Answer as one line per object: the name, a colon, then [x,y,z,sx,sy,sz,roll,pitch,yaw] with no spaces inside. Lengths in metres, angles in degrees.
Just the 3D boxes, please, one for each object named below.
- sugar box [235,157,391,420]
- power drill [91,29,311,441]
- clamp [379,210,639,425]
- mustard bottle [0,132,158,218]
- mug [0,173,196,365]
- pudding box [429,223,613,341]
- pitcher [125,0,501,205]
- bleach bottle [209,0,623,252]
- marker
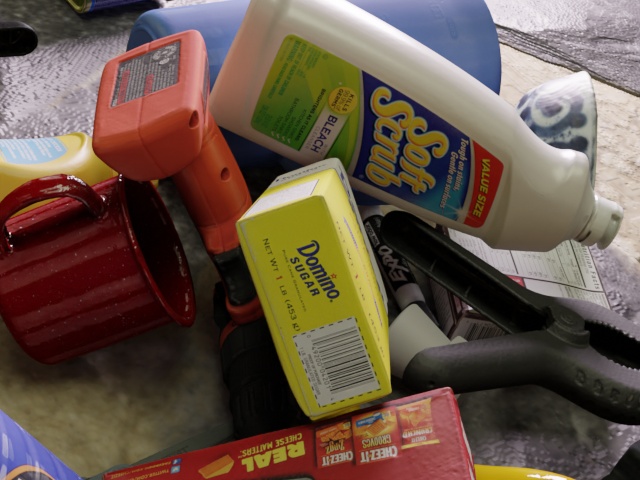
sugar box: [0.003,0.014,0.528,0.048,0.093,0.176,-17,9,8]
power drill: [-0.054,0.001,0.555,0.057,0.187,0.184,-18,36,5]
clamp: [0.127,0.061,0.597,0.210,0.036,0.164,23,28,-6]
mustard bottle: [-0.187,-0.033,0.618,0.191,0.058,0.096,-4,13,-27]
mug: [-0.124,0.009,0.553,0.081,0.117,0.093,-20,54,6]
pudding box: [0.130,0.034,0.699,0.113,0.039,0.090,9,42,-16]
pitcher: [-0.002,-0.104,0.738,0.242,0.145,0.149,-10,21,-26]
bleach bottle: [0.065,-0.064,0.623,0.250,0.103,0.068,24,35,-7]
marker: [0.049,0.020,0.695,0.020,0.020,0.121,-2,45,-24]
